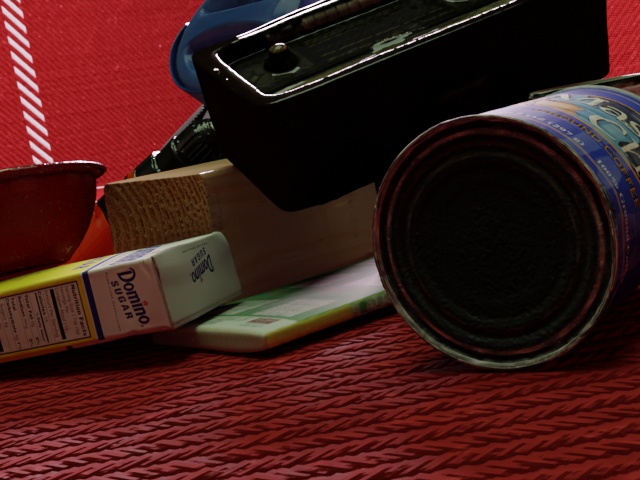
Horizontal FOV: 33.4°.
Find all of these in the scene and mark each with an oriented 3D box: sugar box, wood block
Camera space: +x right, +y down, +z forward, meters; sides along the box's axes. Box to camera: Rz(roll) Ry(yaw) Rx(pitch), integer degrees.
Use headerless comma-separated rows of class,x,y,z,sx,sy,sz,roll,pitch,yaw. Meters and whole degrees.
sugar box,-0.143,0.036,0.603,0.176,0.048,0.093,-15,4,20
wood block,-0.038,-0.015,0.738,0.091,0.090,0.205,-4,9,37

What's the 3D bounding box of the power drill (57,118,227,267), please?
power drill,-0.110,-0.036,0.881,0.185,0.057,0.187,-40,-9,22

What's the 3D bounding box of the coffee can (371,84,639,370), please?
coffee can,0.100,-0.012,0.472,0.103,0.103,0.140,-5,9,32

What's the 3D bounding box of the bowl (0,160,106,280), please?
bowl,-0.205,-0.003,0.654,0.162,0.055,0.162,-14,-1,0

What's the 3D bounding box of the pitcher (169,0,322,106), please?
pitcher,0.003,-0.109,0.892,0.145,0.149,0.242,-22,-41,28
